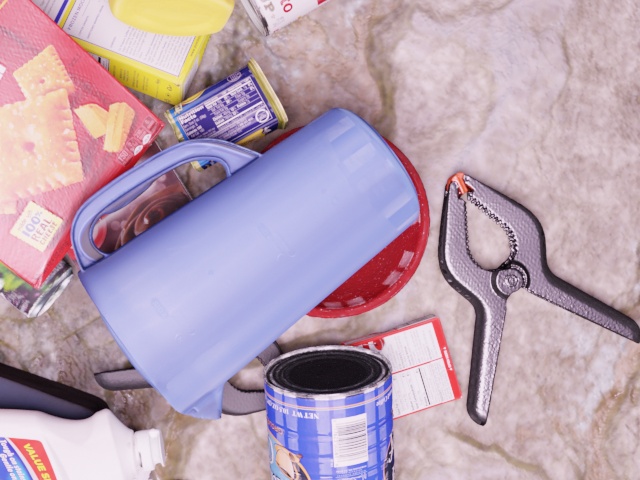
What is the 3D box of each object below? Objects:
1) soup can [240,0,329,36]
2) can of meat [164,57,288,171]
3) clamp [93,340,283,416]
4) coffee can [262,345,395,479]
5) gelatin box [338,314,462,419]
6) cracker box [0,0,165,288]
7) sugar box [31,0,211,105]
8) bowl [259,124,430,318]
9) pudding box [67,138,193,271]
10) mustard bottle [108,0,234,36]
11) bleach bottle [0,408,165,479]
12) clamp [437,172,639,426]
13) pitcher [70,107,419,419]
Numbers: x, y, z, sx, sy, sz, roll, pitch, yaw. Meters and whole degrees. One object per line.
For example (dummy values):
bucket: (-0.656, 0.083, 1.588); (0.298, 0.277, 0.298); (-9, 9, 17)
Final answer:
soup can: (-0.018, -0.223, 0.888); (0.102, 0.068, 0.068); (-30, 92, -3)
can of meat: (-0.077, -0.099, 0.867); (0.084, 0.102, 0.057); (-30, 92, -2)
clamp: (-0.100, 0.104, 0.893); (0.171, 0.039, 0.120); (34, 89, -3)
coffee can: (0.009, 0.167, 0.852); (0.102, 0.103, 0.140); (-4, 106, -4)
gelatin box: (0.068, 0.111, 0.910); (0.089, 0.030, 0.073); (-17, 92, -4)
cracker box: (-0.245, -0.093, 0.785); (0.213, 0.072, 0.164); (43, 77, -28)
sugar box: (-0.180, -0.185, 0.876); (0.176, 0.048, 0.093); (21, 66, -1)
bowl: (0.008, -0.016, 0.894); (0.162, 0.055, 0.162); (0, 89, -4)
pudding box: (-0.166, -0.026, 0.889); (0.113, 0.039, 0.090); (-32, 91, -4)
mustard bottle: (-0.131, -0.257, 0.863); (0.096, 0.058, 0.191); (1, 60, -26)
bleach bottle: (-0.244, 0.165, 0.798); (0.250, 0.068, 0.102); (-8, 88, -4)
clamp: (0.171, 0.034, 0.915); (0.164, 0.036, 0.210); (-21, 91, -4)
pitcher: (-0.055, 0.001, 0.798); (0.242, 0.149, 0.145); (-37, 49, -8)
